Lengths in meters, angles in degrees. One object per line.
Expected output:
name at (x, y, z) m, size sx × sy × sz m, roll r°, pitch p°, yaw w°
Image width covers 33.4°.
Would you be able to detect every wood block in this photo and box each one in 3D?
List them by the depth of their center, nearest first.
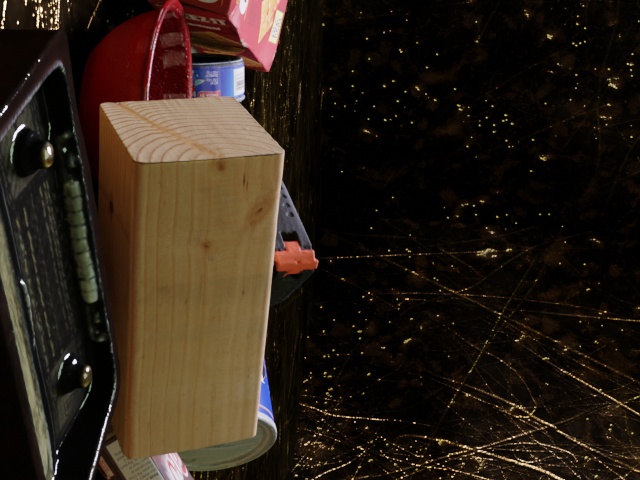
wood block at (-0.088, 0.024, 0.673) m, size 0.091 × 0.090 × 0.206 m, roll -129°, pitch -140°, yaw -52°

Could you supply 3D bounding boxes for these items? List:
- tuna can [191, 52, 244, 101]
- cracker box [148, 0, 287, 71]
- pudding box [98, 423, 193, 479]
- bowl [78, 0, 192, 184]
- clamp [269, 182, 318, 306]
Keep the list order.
tuna can at (-0.105, -0.134, 0.881) m, size 0.086 × 0.086 × 0.034 m, roll -75°, pitch 166°, yaw -74°
cracker box at (-0.068, -0.241, 0.873) m, size 0.213 × 0.072 × 0.164 m, roll 21°, pitch 81°, yaw -86°
pudding box at (-0.126, 0.161, 0.765) m, size 0.090 × 0.039 × 0.113 m, roll 59°, pitch -2°, yaw -9°
bowl at (-0.130, -0.089, 0.749) m, size 0.162 × 0.055 × 0.162 m, roll 5°, pitch 89°, yaw -87°
clamp at (-0.055, 0.001, 0.750) m, size 0.210 × 0.036 × 0.164 m, roll -140°, pitch -130°, yaw -61°
